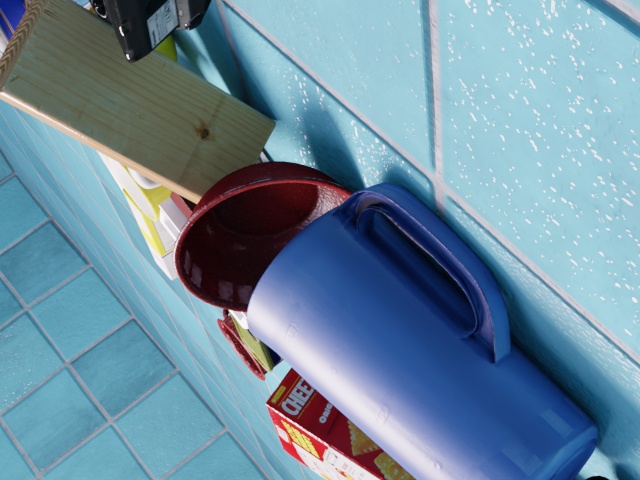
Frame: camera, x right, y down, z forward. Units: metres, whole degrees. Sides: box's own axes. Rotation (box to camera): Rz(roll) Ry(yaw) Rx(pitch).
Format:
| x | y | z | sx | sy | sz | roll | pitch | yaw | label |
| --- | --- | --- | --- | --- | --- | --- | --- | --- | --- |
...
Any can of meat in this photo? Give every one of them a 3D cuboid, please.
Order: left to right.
| x | y | z | sx | sy | sz | roll | pitch | yaw | label |
| --- | --- | --- | --- | --- | --- | --- | --- | --- | --- |
| -0.045 | 0.084 | 1.165 | 0.057 | 0.084 | 0.102 | 44 | 163 | 31 | can of meat |

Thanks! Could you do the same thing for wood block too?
| x | y | z | sx | sy | sz | roll | pitch | yaw | label |
| --- | --- | --- | --- | --- | --- | --- | --- | --- | --- |
| -0.154 | -0.110 | 0.870 | 0.205 | 0.091 | 0.090 | 29 | 176 | -26 | wood block |

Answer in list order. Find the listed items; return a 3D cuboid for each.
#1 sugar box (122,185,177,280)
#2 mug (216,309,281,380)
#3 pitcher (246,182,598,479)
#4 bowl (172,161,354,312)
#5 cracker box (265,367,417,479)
| x | y | z | sx | sy | sz | roll | pitch | yaw | label |
| --- | --- | --- | --- | --- | --- | --- | --- | --- | --- |
| -0.167 | -0.030 | 1.259 | 0.048 | 0.093 | 0.176 | 48 | 164 | 22 | sugar box |
| -0.072 | 0.102 | 1.294 | 0.117 | 0.081 | 0.093 | 40 | 160 | 41 | mug |
| 0.075 | 0.084 | 0.748 | 0.243 | 0.145 | 0.149 | 42 | 174 | 24 | pitcher |
| -0.040 | -0.012 | 0.851 | 0.162 | 0.162 | 0.055 | 71 | -176 | -51 | bowl |
| 0.061 | 0.205 | 0.989 | 0.214 | 0.072 | 0.164 | 31 | 160 | 17 | cracker box |
